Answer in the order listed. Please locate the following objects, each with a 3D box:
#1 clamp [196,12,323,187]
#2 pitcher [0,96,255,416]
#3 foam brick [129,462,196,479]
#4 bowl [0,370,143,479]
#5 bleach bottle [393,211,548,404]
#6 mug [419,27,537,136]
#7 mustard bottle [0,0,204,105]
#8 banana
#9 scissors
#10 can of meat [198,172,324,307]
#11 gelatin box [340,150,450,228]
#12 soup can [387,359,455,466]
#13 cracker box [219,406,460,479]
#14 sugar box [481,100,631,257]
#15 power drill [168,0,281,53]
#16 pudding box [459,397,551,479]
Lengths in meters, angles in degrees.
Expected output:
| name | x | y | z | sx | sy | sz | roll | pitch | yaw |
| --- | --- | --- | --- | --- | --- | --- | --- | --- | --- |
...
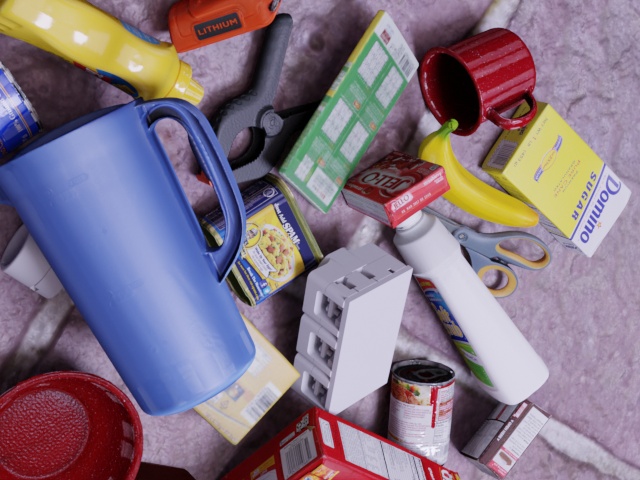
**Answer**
| name | x | y | z | sx | sy | sz | roll | pitch | yaw |
| --- | --- | --- | --- | --- | --- | --- | --- | --- | --- |
| clamp | -0.044 | -0.111 | 0.993 | 0.120 | 0.039 | 0.171 | 37 | 85 | -29 |
| pitcher | -0.141 | 0.011 | 0.862 | 0.144 | 0.149 | 0.243 | -35 | 103 | -34 |
| foam brick | -0.160 | 0.248 | 1.024 | 0.078 | 0.053 | 0.051 | 17 | 96 | -30 |
| bowl | -0.244 | 0.184 | 0.958 | 0.161 | 0.055 | 0.162 | -8 | 108 | -27 |
| bleach bottle | 0.144 | 0.057 | 1.118 | 0.068 | 0.103 | 0.250 | -38 | 113 | -6 |
| mug | 0.165 | -0.153 | 1.052 | 0.081 | 0.117 | 0.093 | -27 | 147 | -25 |
| mustard bottle | -0.178 | -0.159 | 0.870 | 0.191 | 0.096 | 0.058 | 25 | 91 | -32 |
| banana | 0.153 | -0.058 | 1.098 | 0.197 | 0.070 | 0.037 | 37 | 62 | -44 |
| scissors | 0.149 | 0.010 | 1.141 | 0.201 | 0.016 | 0.096 | 13 | 123 | -14 |
| can of meat | -0.057 | 0.001 | 1.007 | 0.084 | 0.058 | 0.102 | -34 | 118 | -15 |
| gelatin box | 0.072 | -0.052 | 1.041 | 0.073 | 0.089 | 0.030 | -33 | 118 | -17 |
| soup can | 0.107 | 0.187 | 1.143 | 0.068 | 0.069 | 0.102 | -5 | 107 | -27 |
| cracker box | 0.020 | 0.267 | 1.081 | 0.213 | 0.072 | 0.164 | 30 | 121 | -32 |
| sugar box | 0.261 | -0.066 | 1.167 | 0.176 | 0.048 | 0.093 | 36 | 85 | -30 |
| power drill | -0.126 | -0.246 | 0.865 | 0.185 | 0.057 | 0.187 | -12 | 132 | 19 |
| pudding box | 0.203 | 0.215 | 1.180 | 0.039 | 0.113 | 0.090 | 38 | 84 | 4 |
